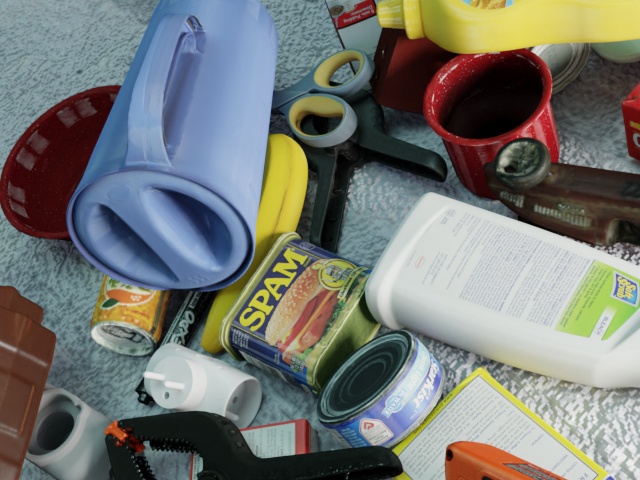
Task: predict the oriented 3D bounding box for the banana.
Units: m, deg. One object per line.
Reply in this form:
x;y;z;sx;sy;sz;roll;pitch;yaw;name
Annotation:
-0.045;-0.007;0.826;0.070;0.037;0.197;-26;44;55;banana

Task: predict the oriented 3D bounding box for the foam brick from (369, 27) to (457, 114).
0.074;-0.147;0.845;0.051;0.078;0.053;7;32;-14;foam brick

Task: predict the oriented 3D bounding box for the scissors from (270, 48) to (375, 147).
-0.026;-0.131;0.897;0.096;0.016;0.202;-55;40;-4;scissors

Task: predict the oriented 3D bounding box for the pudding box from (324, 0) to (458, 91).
0.054;-0.188;0.874;0.090;0.113;0.039;-21;34;8;pudding box

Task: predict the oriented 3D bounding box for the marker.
-0.109;0.072;0.824;0.020;0.020;0.121;12;63;30;marker

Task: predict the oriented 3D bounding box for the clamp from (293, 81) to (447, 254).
0.016;-0.065;0.853;0.120;0.039;0.172;-36;44;1;clamp

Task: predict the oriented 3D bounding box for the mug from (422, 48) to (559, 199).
0.127;-0.092;0.796;0.093;0.081;0.117;-26;51;5;mug

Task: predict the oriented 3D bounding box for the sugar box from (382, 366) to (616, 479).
0.129;0.165;0.641;0.093;0.048;0.176;-44;55;-7;sugar box

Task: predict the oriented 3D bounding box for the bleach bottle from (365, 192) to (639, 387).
0.159;0.051;0.697;0.251;0.068;0.102;22;70;31;bleach bottle

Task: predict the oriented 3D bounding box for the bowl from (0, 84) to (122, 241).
-0.195;-0.056;0.927;0.162;0.055;0.162;-12;54;16;bowl

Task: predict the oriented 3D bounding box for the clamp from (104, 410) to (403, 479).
-0.057;0.161;0.688;0.210;0.036;0.164;32;76;38;clamp

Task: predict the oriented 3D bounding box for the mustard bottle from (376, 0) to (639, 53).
0.136;-0.173;0.763;0.192;0.058;0.096;-4;44;12;mustard bottle

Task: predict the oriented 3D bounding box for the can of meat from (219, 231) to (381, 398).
-0.009;0.055;0.770;0.084;0.057;0.102;22;68;31;can of meat

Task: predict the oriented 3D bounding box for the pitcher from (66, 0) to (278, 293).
-0.100;-0.095;0.810;0.149;0.144;0.242;-34;35;38;pitcher

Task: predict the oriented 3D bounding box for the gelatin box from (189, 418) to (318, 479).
-0.046;0.166;0.725;0.089;0.030;0.073;-12;55;16;gelatin box

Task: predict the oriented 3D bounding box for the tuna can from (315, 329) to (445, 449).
0.039;0.100;0.704;0.086;0.033;0.086;-38;17;13;tuna can
